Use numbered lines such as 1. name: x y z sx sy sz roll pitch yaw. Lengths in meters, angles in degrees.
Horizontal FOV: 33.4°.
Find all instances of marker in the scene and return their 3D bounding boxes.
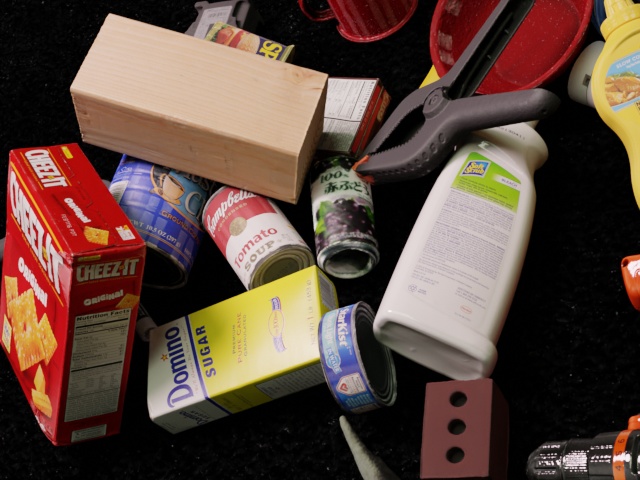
1. marker: -0.189 0.054 1.036 0.020 0.020 0.121 -40 49 -2

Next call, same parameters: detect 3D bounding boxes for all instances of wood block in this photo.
1. wood block: -0.105 -0.117 0.957 0.206 0.090 0.090 16 62 6

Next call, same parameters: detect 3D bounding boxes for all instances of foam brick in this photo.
1. foam brick: 0.108 0.148 0.792 0.053 0.051 0.078 -8 55 23

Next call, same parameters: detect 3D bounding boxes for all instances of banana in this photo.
1. banana: 0.115 -0.169 1.016 0.070 0.037 0.197 15 67 33

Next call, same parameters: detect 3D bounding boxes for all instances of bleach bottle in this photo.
1. bleach bottle: 0.134 -0.013 0.877 0.102 0.068 0.250 25 62 7

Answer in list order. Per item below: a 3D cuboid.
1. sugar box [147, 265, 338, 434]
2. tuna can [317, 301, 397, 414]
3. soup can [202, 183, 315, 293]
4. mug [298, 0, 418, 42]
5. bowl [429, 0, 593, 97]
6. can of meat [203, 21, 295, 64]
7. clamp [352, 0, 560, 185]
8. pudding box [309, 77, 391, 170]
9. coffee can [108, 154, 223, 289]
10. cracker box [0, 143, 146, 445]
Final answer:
1. sugar box: -0.067 0.095 0.915 0.176 0.048 0.093 -21 51 19
2. tuna can: 0.029 0.094 0.849 0.034 0.086 0.086 -18 52 18
3. soup can: -0.056 0.001 0.970 0.068 0.068 0.102 -38 50 0
4. mug: 0.033 -0.261 1.094 0.117 0.081 0.093 -15 53 18
5. bowl: 0.178 -0.189 0.948 0.162 0.055 0.162 -16 64 36
6. can of meat: -0.082 -0.168 1.072 0.084 0.057 0.102 21 45 3
7. clamp: 0.111 -0.105 0.890 0.210 0.036 0.164 -40 30 25
8. pudding box: 0.002 -0.114 1.039 0.114 0.039 0.090 8 63 30
9. coffee can: -0.153 -0.038 1.025 0.103 0.102 0.140 2 60 29
10. cracker box: -0.227 0.048 0.941 0.072 0.214 0.164 -10 40 -31
